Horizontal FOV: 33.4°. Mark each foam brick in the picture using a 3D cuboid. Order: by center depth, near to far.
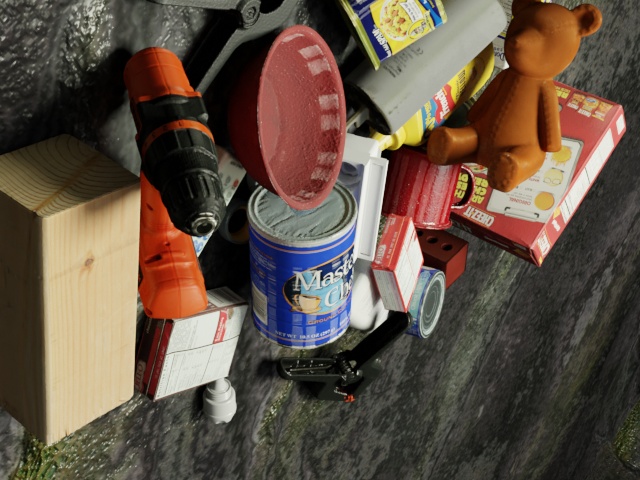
[{"bbox_3d":[0.138,0.018,1.336,0.052,0.078,0.051,-41,144,-36],"label":"foam brick"}]

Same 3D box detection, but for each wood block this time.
[{"bbox_3d":[-0.200,0.038,0.810,0.090,0.090,0.206,-28,137,-43],"label":"wood block"}]

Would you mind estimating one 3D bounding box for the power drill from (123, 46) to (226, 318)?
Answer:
[{"bbox_3d":[-0.112,-0.026,0.817,0.057,0.184,0.188,-6,137,-17],"label":"power drill"}]

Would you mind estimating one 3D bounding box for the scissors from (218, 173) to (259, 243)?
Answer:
[{"bbox_3d":[-0.057,0.001,1.078,0.096,0.016,0.202,-43,146,-27],"label":"scissors"}]

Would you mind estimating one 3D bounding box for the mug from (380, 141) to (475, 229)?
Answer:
[{"bbox_3d":[0.125,-0.065,1.218,0.117,0.093,0.081,6,109,-20],"label":"mug"}]

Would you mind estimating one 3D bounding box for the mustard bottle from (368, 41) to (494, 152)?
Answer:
[{"bbox_3d":[0.114,-0.160,1.164,0.191,0.058,0.096,-45,147,-26],"label":"mustard bottle"}]

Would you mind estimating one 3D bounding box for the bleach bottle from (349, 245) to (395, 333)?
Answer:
[{"bbox_3d":[0.062,0.072,1.279,0.102,0.068,0.250,-61,153,-8],"label":"bleach bottle"}]

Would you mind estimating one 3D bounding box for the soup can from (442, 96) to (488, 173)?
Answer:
[{"bbox_3d":[0.173,-0.129,1.272,0.068,0.069,0.102,-60,150,-3],"label":"soup can"}]

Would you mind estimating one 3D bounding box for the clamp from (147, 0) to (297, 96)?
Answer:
[{"bbox_3d":[-0.072,-0.181,0.874,0.171,0.039,0.120,-31,146,-32],"label":"clamp"}]

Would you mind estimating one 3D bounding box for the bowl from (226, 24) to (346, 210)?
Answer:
[{"bbox_3d":[-0.036,-0.107,0.943,0.161,0.055,0.162,-7,98,-62],"label":"bowl"}]

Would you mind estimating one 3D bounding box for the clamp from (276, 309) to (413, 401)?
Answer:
[{"bbox_3d":[0.021,0.154,1.272,0.164,0.036,0.210,-18,156,-14],"label":"clamp"}]

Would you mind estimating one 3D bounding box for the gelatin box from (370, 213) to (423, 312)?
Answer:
[{"bbox_3d":[0.085,0.026,1.182,0.089,0.030,0.073,68,36,-52],"label":"gelatin box"}]

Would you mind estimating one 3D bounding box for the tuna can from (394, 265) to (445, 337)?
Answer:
[{"bbox_3d":[0.120,0.073,1.283,0.086,0.034,0.086,-44,141,-51],"label":"tuna can"}]

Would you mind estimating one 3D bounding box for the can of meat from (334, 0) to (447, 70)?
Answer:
[{"bbox_3d":[0.064,-0.221,0.999,0.084,0.057,0.102,-32,149,4],"label":"can of meat"}]

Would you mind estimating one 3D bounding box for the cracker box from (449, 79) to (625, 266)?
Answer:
[{"bbox_3d":[0.254,-0.096,1.330,0.213,0.164,0.072,-56,148,-9],"label":"cracker box"}]

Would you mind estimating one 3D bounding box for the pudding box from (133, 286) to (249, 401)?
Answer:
[{"bbox_3d":[-0.126,0.098,1.032,0.113,0.039,0.090,-9,123,-52],"label":"pudding box"}]

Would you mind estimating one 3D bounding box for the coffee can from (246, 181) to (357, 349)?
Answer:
[{"bbox_3d":[-0.018,0.021,1.031,0.102,0.103,0.140,-37,144,-36],"label":"coffee can"}]
